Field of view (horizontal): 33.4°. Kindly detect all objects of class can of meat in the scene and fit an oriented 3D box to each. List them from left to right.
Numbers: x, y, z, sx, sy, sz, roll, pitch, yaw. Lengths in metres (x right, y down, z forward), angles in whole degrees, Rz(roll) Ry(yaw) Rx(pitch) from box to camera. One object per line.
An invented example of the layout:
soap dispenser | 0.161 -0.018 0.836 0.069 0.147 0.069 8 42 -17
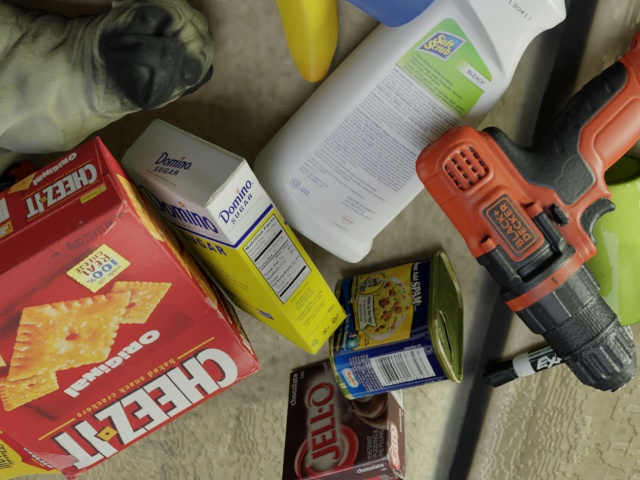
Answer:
can of meat | 0.055 0.062 0.772 0.084 0.102 0.057 -14 126 19

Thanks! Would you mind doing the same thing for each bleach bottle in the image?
bleach bottle | 0.069 -0.096 0.669 0.102 0.068 0.251 33 122 -24

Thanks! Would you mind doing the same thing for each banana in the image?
banana | -0.036 -0.180 0.632 0.070 0.037 0.197 -15 126 41

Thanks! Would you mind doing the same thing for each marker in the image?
marker | 0.182 0.089 0.831 0.121 0.020 0.020 -24 122 23

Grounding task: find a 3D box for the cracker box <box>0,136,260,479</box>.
cracker box | -0.155 0.055 0.693 0.164 0.072 0.213 -30 140 1

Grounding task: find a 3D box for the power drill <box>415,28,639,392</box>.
power drill | 0.177 -0.029 0.637 0.187 0.057 0.184 -38 91 -4

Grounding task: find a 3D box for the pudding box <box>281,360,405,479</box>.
pudding box | 0.019 0.143 0.832 0.090 0.113 0.039 -19 128 20

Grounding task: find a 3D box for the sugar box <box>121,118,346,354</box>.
sugar box | -0.055 0.001 0.716 0.093 0.048 0.176 27 162 40
